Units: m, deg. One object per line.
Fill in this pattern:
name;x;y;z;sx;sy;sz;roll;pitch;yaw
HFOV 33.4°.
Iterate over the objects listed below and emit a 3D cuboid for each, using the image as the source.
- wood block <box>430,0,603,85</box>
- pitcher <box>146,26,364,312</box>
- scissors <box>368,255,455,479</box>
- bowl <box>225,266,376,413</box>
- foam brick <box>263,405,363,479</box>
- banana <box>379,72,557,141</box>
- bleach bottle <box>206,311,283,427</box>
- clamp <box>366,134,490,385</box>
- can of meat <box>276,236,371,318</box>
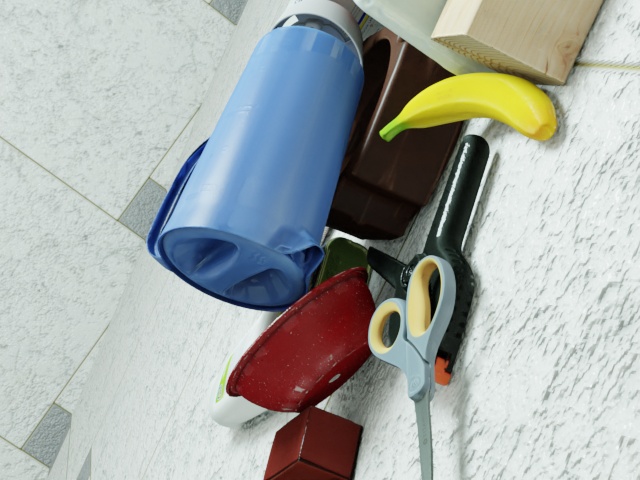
wood block;0.177;-0.233;0.821;0.206;0.090;0.090;-66;14;4
pitcher;-0.051;-0.068;0.952;0.145;0.149;0.242;118;172;-61
scissors;0.059;0.103;0.754;0.096;0.016;0.201;-32;38;48
bowl;-0.003;0.098;0.918;0.162;0.055;0.162;-38;-17;-15
foam brick;-0.007;0.183;0.906;0.078;0.053;0.051;-45;26;52
banana;0.128;-0.105;0.856;0.198;0.037;0.069;5;63;58
bleach bottle;-0.075;0.146;1.185;0.251;0.068;0.102;-44;25;60
clamp;0.091;0.020;0.843;0.165;0.036;0.210;-55;21;31
can of meat;0.004;0.054;1.058;0.084;0.057;0.102;-39;31;57
